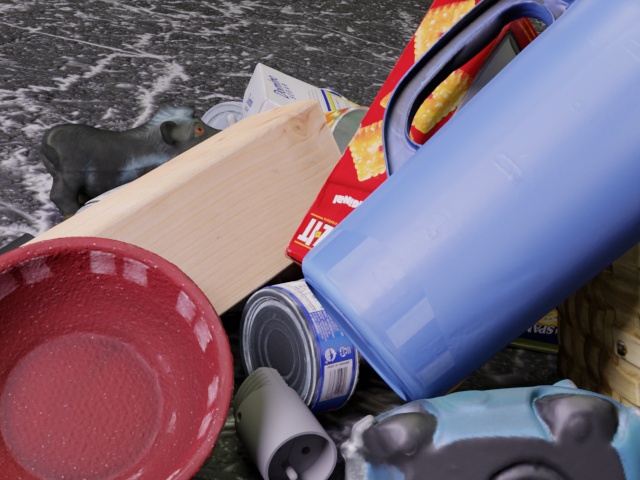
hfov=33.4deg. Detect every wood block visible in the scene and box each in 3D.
[{"bbox_3d":[-0.080,-0.007,0.706,0.205,0.091,0.090,-36,18,-36],"label":"wood block"}]

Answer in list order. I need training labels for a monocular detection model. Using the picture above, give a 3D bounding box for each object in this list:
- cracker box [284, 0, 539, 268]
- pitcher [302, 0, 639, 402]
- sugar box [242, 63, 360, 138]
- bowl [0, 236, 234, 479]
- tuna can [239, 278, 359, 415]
[{"bbox_3d":[0.088,-0.039,0.736,0.072,0.213,0.164,26,-9,39],"label":"cracker box"},{"bbox_3d":[0.104,-0.030,0.602,0.242,0.145,0.149,-40,25,-5],"label":"pitcher"},{"bbox_3d":[0.019,-0.090,0.930,0.176,0.048,0.093,19,24,-15],"label":"sugar box"},{"bbox_3d":[-0.129,0.080,0.570,0.162,0.055,0.162,4,61,-7],"label":"bowl"},{"bbox_3d":[-0.015,0.068,0.667,0.033,0.086,0.086,-9,28,-36],"label":"tuna can"}]
